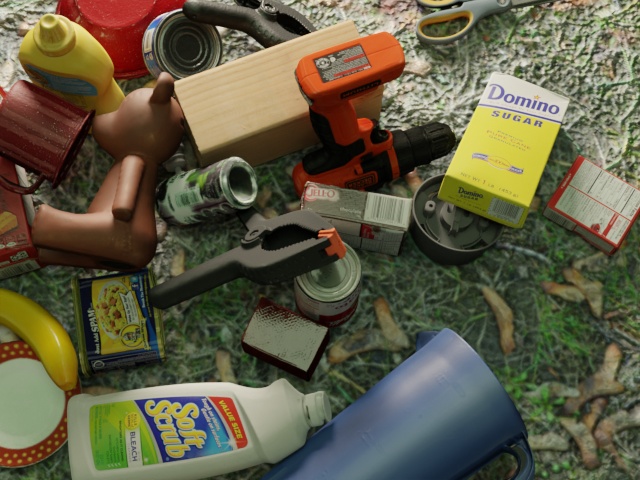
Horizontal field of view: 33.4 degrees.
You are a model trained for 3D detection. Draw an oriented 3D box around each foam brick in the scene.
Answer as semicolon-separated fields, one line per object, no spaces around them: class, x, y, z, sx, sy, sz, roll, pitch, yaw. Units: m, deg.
foam brick;-0.036;0.102;1.089;0.078;0.051;0.053;25;74;8

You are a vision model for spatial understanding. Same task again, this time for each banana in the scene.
banana;-0.307;0.090;1.082;0.198;0.037;0.069;22;60;24

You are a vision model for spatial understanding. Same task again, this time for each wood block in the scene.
wood block;-0.045;-0.150;1.153;0.206;0.091;0.090;-21;73;-7

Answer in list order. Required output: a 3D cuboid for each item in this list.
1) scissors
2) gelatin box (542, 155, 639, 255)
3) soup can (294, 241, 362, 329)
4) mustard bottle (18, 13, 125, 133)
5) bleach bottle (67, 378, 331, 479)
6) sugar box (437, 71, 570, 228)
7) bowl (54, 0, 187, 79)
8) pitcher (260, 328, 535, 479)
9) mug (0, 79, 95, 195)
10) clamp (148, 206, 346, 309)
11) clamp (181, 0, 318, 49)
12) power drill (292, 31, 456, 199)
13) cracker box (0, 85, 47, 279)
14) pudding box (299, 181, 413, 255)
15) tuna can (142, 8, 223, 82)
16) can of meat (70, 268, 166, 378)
scissors;0.195;-0.288;1.240;0.201;0.016;0.096;-24;73;-8
gelatin box;0.296;-0.038;1.149;0.089;0.030;0.073;32;73;10
soup can;0.007;0.044;1.081;0.068;0.102;0.068;0;71;-1
mustard bottle;-0.261;-0.177;1.108;0.096;0.191;0.058;18;72;5
bleach bottle;-0.114;0.175;1.021;0.251;0.068;0.102;-13;67;11
sugar box;0.197;-0.100;1.133;0.093;0.048;0.176;22;55;7
bowl;-0.227;-0.266;1.211;0.162;0.055;0.162;0;72;0
pitcher;0.072;0.210;1.012;0.242;0.149;0.145;-35;104;-8
mug;-0.291;-0.101;1.083;0.081;0.093;0.117;27;70;-8
clamp;-0.057;0.001;1.054;0.210;0.036;0.164;-9;35;37
clamp;-0.072;-0.244;1.185;0.171;0.039;0.120;31;46;-2
power drill;0.053;-0.124;1.097;0.184;0.187;0.057;-20;54;-7
cracker box;-0.397;-0.054;1.129;0.164;0.072;0.214;-16;72;-6
pudding box;0.036;-0.022;1.111;0.113;0.090;0.039;12;73;3
tuna can;-0.151;-0.212;1.181;0.086;0.034;0.086;-1;92;-30
can of meat;-0.205;0.082;1.092;0.084;0.057;0.102;-9;72;-6
